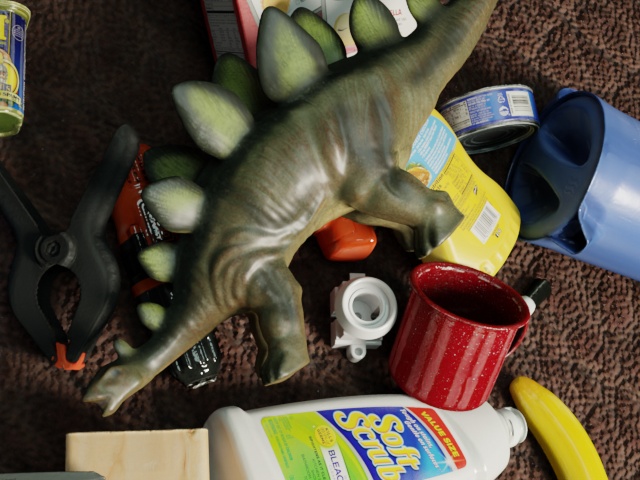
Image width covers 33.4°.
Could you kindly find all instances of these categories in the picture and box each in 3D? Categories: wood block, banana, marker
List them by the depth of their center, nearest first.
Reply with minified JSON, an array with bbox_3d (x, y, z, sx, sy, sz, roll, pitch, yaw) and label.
[{"bbox_3d":[-0.111,0.229,0.659,0.090,0.091,0.206,-1,68,-9],"label":"wood block"},{"bbox_3d":[0.201,0.203,0.853,0.069,0.037,0.198,-2,75,-25],"label":"banana"},{"bbox_3d":[0.154,0.071,0.884,0.121,0.020,0.020,-42,93,-29],"label":"marker"}]

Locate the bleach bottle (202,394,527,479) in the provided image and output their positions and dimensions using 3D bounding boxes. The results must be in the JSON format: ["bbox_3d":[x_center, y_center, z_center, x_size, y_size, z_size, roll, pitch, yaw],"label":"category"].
[{"bbox_3d":[0.044,0.152,0.785,0.250,0.068,0.102,-7,60,-30],"label":"bleach bottle"}]

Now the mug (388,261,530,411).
[{"bbox_3d":[0.109,0.073,0.808,0.117,0.081,0.093,-3,32,-36],"label":"mug"}]

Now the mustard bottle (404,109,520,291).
[{"bbox_3d":[0.077,-0.052,0.841,0.191,0.058,0.096,48,59,-22],"label":"mustard bottle"}]

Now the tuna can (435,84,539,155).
[{"bbox_3d":[0.139,-0.099,0.894,0.086,0.086,0.034,-6,78,-25],"label":"tuna can"}]

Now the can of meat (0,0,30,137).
[{"bbox_3d":[-0.257,-0.122,0.745,0.102,0.058,0.084,3,75,-22],"label":"can of meat"}]

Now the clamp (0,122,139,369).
[{"bbox_3d":[-0.188,0.002,0.736,0.120,0.039,0.171,1,80,16],"label":"clamp"}]

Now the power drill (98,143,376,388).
[{"bbox_3d":[-0.055,0.001,0.793,0.187,0.057,0.184,-16,81,-27],"label":"power drill"}]

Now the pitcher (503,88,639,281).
[{"bbox_3d":[0.289,-0.031,0.921,0.242,0.145,0.149,21,89,-20],"label":"pitcher"}]
